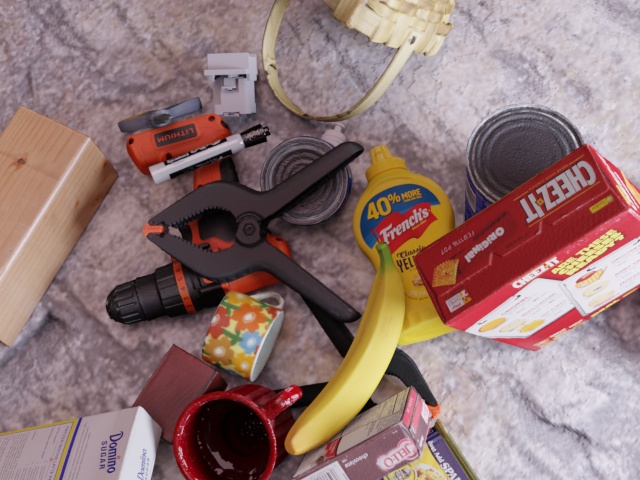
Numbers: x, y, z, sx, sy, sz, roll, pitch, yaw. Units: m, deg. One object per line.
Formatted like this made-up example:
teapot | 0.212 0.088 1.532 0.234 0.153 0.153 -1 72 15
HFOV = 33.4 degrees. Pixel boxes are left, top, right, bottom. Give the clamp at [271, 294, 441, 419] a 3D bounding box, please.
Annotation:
clamp | 0.024 0.132 0.974 0.171 0.039 0.120 31 93 16

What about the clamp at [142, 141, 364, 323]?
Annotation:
clamp | -0.056 0.001 0.976 0.210 0.036 0.164 -7 82 7

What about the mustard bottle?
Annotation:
mustard bottle | 0.083 -0.004 1.006 0.096 0.058 0.192 -21 67 9

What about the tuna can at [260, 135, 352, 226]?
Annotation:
tuna can | -0.014 -0.056 1.009 0.086 0.033 0.086 0 92 7

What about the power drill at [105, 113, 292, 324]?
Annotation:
power drill | -0.134 -0.020 1.043 0.184 0.057 0.188 -16 71 -3

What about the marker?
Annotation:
marker | -0.105 -0.083 1.021 0.121 0.020 0.020 -22 68 -6

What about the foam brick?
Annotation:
foam brick | -0.130 0.146 0.981 0.051 0.053 0.078 28 74 16

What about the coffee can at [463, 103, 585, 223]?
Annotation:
coffee can | 0.181 -0.046 0.965 0.103 0.140 0.103 -3 69 6

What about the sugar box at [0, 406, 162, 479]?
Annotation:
sugar box | -0.229 0.206 0.933 0.176 0.048 0.093 -11 44 22

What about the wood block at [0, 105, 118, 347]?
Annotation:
wood block | -0.299 -0.014 1.044 0.091 0.090 0.206 25 75 16

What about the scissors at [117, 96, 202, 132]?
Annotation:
scissors | -0.139 -0.124 1.031 0.096 0.202 0.016 -23 102 -24

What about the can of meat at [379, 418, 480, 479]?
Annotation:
can of meat | 0.096 0.220 0.921 0.084 0.057 0.102 -32 68 -3

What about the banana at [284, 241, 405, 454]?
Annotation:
banana | 0.030 0.101 0.928 0.037 0.069 0.197 5 67 54

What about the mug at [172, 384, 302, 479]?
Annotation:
mug | -0.062 0.164 0.933 0.117 0.081 0.093 -43 81 13

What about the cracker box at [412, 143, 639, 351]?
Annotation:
cracker box | 0.194 0.013 0.878 0.164 0.213 0.072 -35 64 19

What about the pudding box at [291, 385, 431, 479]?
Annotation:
pudding box | 0.037 0.177 0.908 0.114 0.090 0.039 -30 94 16
